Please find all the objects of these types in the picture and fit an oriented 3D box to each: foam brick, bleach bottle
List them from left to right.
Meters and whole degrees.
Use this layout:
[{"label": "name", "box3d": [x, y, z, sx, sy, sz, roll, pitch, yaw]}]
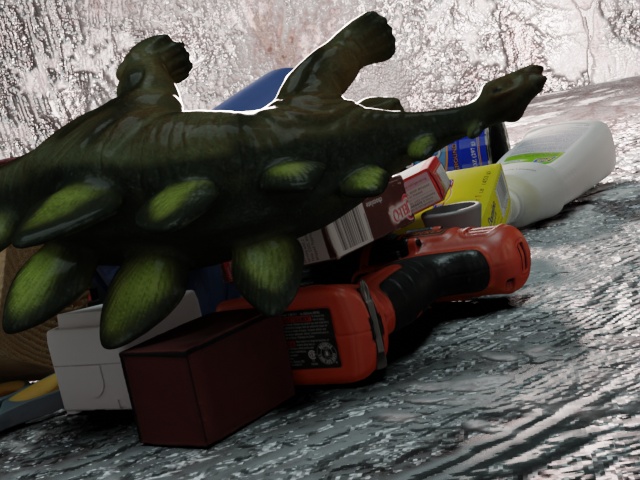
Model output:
[{"label": "foam brick", "box3d": [-0.060, 0.072, 0.575, 0.053, 0.051, 0.078, -7, 10, 39]}, {"label": "bleach bottle", "box3d": [0.203, -0.059, 1.017, 0.103, 0.068, 0.250, -7, 12, 32]}]

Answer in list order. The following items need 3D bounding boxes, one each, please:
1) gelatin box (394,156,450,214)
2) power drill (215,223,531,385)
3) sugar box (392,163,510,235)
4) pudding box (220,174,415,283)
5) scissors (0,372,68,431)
[{"label": "gelatin box", "box3d": [0.052, -0.028, 0.804, 0.089, 0.030, 0.073, -27, 5, 15]}, {"label": "power drill", "box3d": [0.019, 0.035, 0.681, 0.185, 0.057, 0.187, -10, 9, 36]}, {"label": "sugar box", "box3d": [0.062, -0.012, 0.882, 0.176, 0.048, 0.093, -6, 32, 26]}, {"label": "pudding box", "box3d": [-0.003, -0.008, 0.701, 0.090, 0.039, 0.113, -14, 3, 33]}, {"label": "scissors", "box3d": [-0.219, 0.115, 0.642, 0.096, 0.016, 0.201, -8, 9, 35]}]
